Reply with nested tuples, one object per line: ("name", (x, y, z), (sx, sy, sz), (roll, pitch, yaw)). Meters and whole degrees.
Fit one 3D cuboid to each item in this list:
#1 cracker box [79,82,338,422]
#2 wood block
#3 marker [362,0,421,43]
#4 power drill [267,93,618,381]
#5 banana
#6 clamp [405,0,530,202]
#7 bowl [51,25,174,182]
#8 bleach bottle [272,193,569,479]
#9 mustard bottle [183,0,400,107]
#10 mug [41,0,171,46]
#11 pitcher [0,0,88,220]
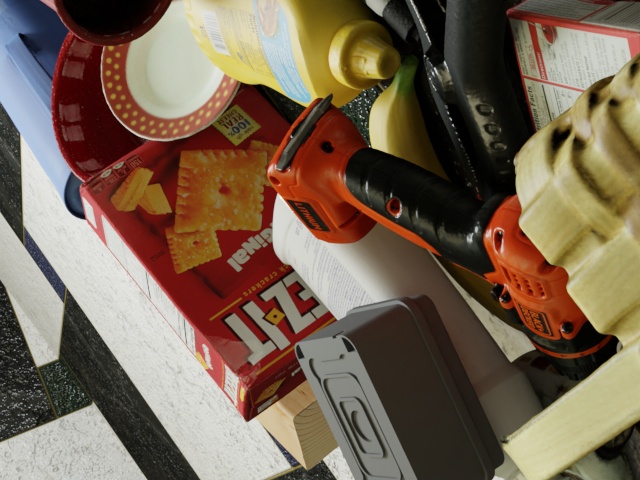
("cracker box", (-0.055, 0.001, 0.810), (0.214, 0.164, 0.072), (48, 159, 20))
("wood block", (-0.050, 0.114, 1.056), (0.206, 0.090, 0.091), (38, 153, 37))
("marker", (0.021, -0.156, 0.626), (0.121, 0.020, 0.020), (47, 157, 22))
("power drill", (0.073, 0.002, 0.577), (0.188, 0.057, 0.184), (26, 164, 29))
("banana", (0.081, -0.018, 0.668), (0.198, 0.037, 0.070), (58, 161, -6))
("clamp", (0.070, -0.100, 0.554), (0.165, 0.036, 0.210), (-114, 1, -45))
("bowl", (-0.160, -0.122, 0.905), (0.162, 0.055, 0.162), (-2, 87, 41))
("bleach bottle", (0.063, 0.061, 0.678), (0.251, 0.068, 0.102), (52, 159, 25))
("mustard bottle", (-0.016, -0.133, 0.682), (0.192, 0.058, 0.096), (30, 145, 48))
("mug", (-0.162, -0.188, 0.701), (0.082, 0.117, 0.093), (37, 109, 40))
("pitcher", (-0.259, -0.150, 1.072), (0.243, 0.144, 0.149), (50, 136, 24))
